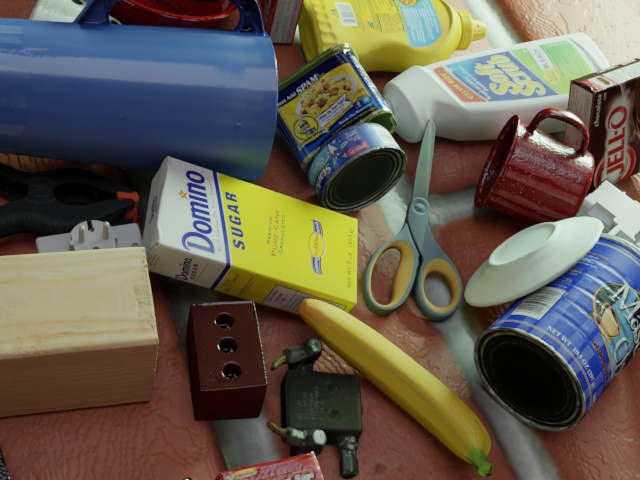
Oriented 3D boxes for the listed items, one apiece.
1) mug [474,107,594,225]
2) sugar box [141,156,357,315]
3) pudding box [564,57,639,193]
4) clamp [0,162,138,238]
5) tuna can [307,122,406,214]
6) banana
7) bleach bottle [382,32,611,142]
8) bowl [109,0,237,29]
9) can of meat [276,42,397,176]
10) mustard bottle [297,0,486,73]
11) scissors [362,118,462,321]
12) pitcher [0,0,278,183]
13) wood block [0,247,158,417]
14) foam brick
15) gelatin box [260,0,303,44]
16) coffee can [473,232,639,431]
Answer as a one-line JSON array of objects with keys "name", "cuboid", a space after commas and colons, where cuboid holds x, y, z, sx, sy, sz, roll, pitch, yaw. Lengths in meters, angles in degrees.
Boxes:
[{"name": "mug", "cuboid": [0.202, -0.067, 0.974, 0.081, 0.117, 0.093, 22, 31, -3]}, {"name": "sugar box", "cuboid": [-0.056, 0.001, 0.878, 0.176, 0.048, 0.093, 19, 49, -22]}, {"name": "pudding box", "cuboid": [0.278, -0.109, 1.020, 0.089, 0.113, 0.039, -21, 35, -26]}, {"name": "clamp", "cuboid": [-0.242, -0.039, 0.895, 0.171, 0.039, 0.120, -2, 50, -22]}, {"name": "tuna can", "cuboid": [0.032, -0.064, 0.947, 0.086, 0.086, 0.034, -18, 59, -24]}, {"name": "banana", "cuboid": [0.066, 0.111, 0.844, 0.198, 0.069, 0.037, 39, 86, 18]}, {"name": "bleach bottle", "cuboid": [0.164, -0.137, 1.047, 0.250, 0.068, 0.102, -14, 61, -19]}, {"name": "bowl", "cuboid": [-0.161, -0.239, 1.032, 0.162, 0.055, 0.162, 16, 39, -13]}, {"name": "can of meat", "cuboid": [0.008, -0.117, 0.979, 0.102, 0.057, 0.084, -33, 67, 5]}, {"name": "mustard bottle", "cuboid": [0.078, -0.211, 1.080, 0.191, 0.058, 0.096, -5, 55, -16]}, {"name": "scissors", "cuboid": [0.101, -0.012, 0.951, 0.096, 0.016, 0.201, 28, 64, 0]}, {"name": "pitcher", "cuboid": [-0.162, -0.131, 0.894, 0.242, 0.145, 0.149, 3, 63, -18]}, {"name": "wood block", "cuboid": [-0.230, 0.070, 0.787, 0.205, 0.091, 0.090, -4, 55, -15]}, {"name": "foam brick", "cuboid": [-0.075, 0.094, 0.830, 0.053, 0.051, 0.078, -3, 56, -15]}, {"name": "gelatin box", "cuboid": [-0.038, -0.252, 1.063, 0.030, 0.089, 0.073, 0, 55, -14]}, {"name": "coffee can", "cuboid": [0.208, 0.073, 0.878, 0.103, 0.103, 0.140, 40, 56, 16]}]
